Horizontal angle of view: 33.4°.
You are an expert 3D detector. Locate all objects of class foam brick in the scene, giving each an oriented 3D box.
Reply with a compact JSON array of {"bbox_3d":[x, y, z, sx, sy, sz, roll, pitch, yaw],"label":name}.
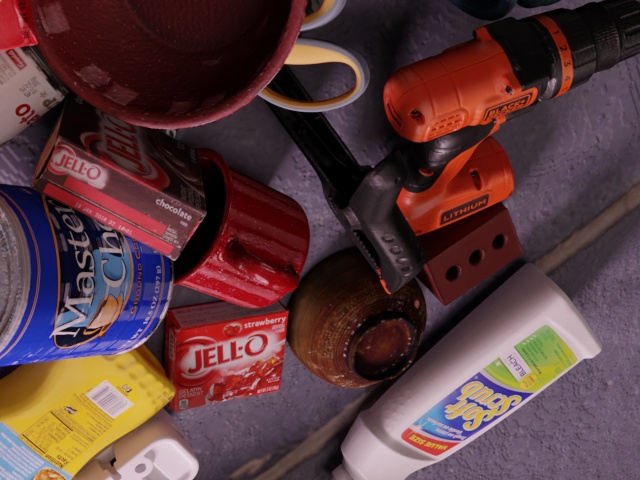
[{"bbox_3d":[0.107,0.001,0.821,0.078,0.051,0.053,-34,129,-7],"label":"foam brick"}]

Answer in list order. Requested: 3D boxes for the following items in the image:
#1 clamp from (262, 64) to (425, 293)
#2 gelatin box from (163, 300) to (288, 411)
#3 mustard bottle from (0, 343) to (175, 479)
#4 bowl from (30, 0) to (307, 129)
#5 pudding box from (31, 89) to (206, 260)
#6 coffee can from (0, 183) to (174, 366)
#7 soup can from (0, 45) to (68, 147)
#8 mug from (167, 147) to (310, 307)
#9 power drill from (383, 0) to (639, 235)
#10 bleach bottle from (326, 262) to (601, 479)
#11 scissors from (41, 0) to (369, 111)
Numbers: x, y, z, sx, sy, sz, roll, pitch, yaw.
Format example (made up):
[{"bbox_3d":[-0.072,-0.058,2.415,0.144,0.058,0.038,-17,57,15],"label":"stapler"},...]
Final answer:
[{"bbox_3d":[0.019,-0.037,0.708,0.036,0.165,0.210,-37,146,-7],"label":"clamp"},{"bbox_3d":[-0.071,0.082,0.786,0.089,0.030,0.073,-8,121,-25],"label":"gelatin box"},{"bbox_3d":[-0.198,0.132,0.726,0.191,0.058,0.096,-40,133,-4],"label":"mustard bottle"},{"bbox_3d":[-0.077,-0.143,0.564,0.162,0.055,0.162,4,106,14],"label":"bowl"},{"bbox_3d":[-0.115,-0.042,0.619,0.090,0.113,0.039,29,104,-19],"label":"pudding box"},{"bbox_3d":[-0.165,0.020,0.613,0.103,0.103,0.140,-58,158,12],"label":"coffee can"},{"bbox_3d":[-0.201,-0.077,0.593,0.102,0.069,0.068,-38,129,-4],"label":"soup can"},{"bbox_3d":[-0.055,0.001,0.694,0.081,0.117,0.093,24,97,-42],"label":"mug"},{"bbox_3d":[0.116,-0.082,0.715,0.184,0.057,0.188,-20,159,-15],"label":"power drill"},{"bbox_3d":[0.112,0.134,0.900,0.251,0.068,0.102,-41,129,2],"label":"bleach bottle"},{"bbox_3d":[-0.069,-0.123,0.606,0.202,0.016,0.096,12,111,7],"label":"scissors"}]
